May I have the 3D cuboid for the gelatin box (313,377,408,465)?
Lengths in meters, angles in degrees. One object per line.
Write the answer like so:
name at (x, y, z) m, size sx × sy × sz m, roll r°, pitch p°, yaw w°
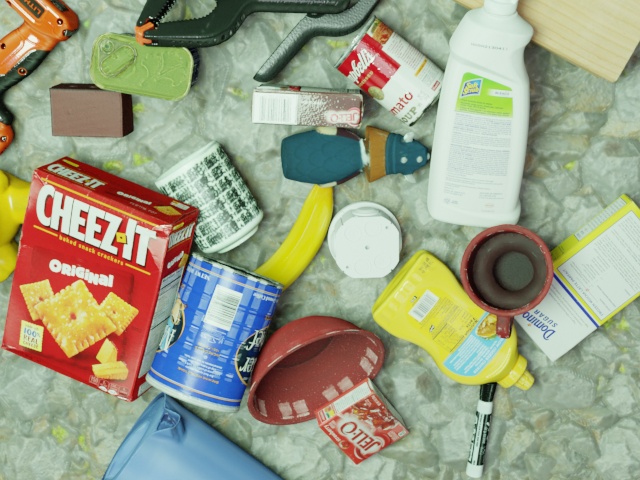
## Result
gelatin box at (0.047, 0.204, 1.195) m, size 0.073 × 0.030 × 0.089 m, roll -33°, pitch 127°, yaw 7°

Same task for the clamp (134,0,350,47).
clamp at (-0.096, -0.261, 1.056) m, size 0.209 × 0.036 × 0.164 m, roll -26°, pitch 81°, yaw -12°

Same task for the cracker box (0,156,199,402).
cracker box at (-0.234, 0.042, 1.116) m, size 0.164 × 0.072 × 0.214 m, roll 21°, pitch 112°, yaw 12°

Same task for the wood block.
wood block at (0.218, -0.247, 1.068) m, size 0.206 × 0.091 × 0.090 m, roll 26°, pitch 103°, yaw -5°

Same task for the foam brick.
foam brick at (-0.241, -0.137, 1.124) m, size 0.078 × 0.053 × 0.051 m, roll 1°, pitch 104°, yaw 0°

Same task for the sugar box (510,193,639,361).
sugar box at (0.291, 0.041, 1.160) m, size 0.176 × 0.048 × 0.093 m, roll -39°, pitch 99°, yaw 13°

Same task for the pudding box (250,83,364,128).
pudding box at (-0.012, -0.139, 1.100) m, size 0.113 × 0.090 × 0.039 m, roll 5°, pitch 101°, yaw 1°

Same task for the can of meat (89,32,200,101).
can of meat at (-0.177, -0.181, 1.096) m, size 0.102 × 0.084 × 0.057 m, roll 9°, pitch 104°, yaw -1°

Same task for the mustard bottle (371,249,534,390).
mustard bottle at (0.157, 0.102, 1.170) m, size 0.191 × 0.058 × 0.096 m, roll 38°, pitch 96°, yaw -7°

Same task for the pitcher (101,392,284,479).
pitcher at (-0.122, 0.291, 1.197) m, size 0.242 × 0.149 × 0.145 m, roll 35°, pitch 87°, yaw -10°

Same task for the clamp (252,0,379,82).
clamp at (-0.010, -0.232, 1.102) m, size 0.171 × 0.039 × 0.120 m, roll -8°, pitch 102°, yaw 3°

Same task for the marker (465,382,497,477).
marker at (0.184, 0.211, 1.216) m, size 0.020 × 0.020 × 0.121 m, roll 7°, pitch 104°, yaw 0°

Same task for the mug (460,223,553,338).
mug at (0.197, 0.044, 1.107) m, size 0.093 × 0.081 × 0.117 m, roll 2°, pitch 88°, yaw 16°

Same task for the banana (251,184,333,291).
banana at (-0.049, 0.018, 1.165) m, size 0.198 × 0.037 × 0.069 m, roll -39°, pitch 100°, yaw 10°

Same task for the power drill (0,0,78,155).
power drill at (-0.359, -0.204, 1.111) m, size 0.184 × 0.057 × 0.188 m, roll 41°, pitch 104°, yaw -12°

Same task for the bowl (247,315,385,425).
bowl at (-0.013, 0.131, 1.159) m, size 0.162 × 0.055 × 0.162 m, roll -18°, pitch 142°, yaw -15°

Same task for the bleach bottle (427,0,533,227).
bleach bottle at (0.169, -0.132, 1.061) m, size 0.102 × 0.068 × 0.251 m, roll 5°, pitch 128°, yaw 0°

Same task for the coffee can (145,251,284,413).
coffee can at (-0.109, 0.095, 1.105) m, size 0.103 × 0.103 × 0.140 m, roll 20°, pitch 90°, yaw -4°

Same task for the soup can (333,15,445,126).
soup can at (0.074, -0.174, 1.100) m, size 0.102 × 0.068 × 0.068 m, roll 38°, pitch 101°, yaw -7°
